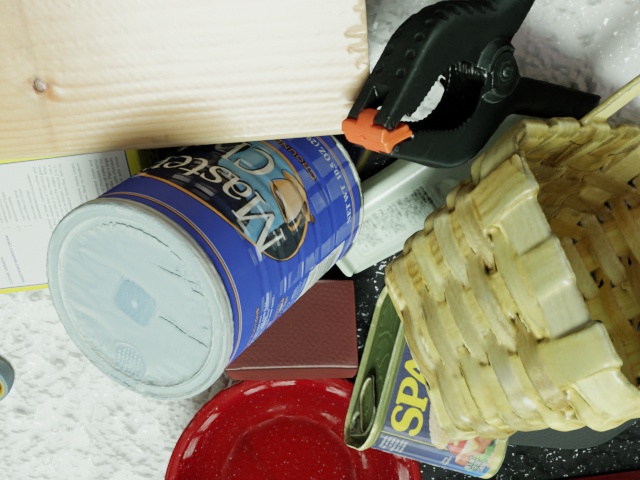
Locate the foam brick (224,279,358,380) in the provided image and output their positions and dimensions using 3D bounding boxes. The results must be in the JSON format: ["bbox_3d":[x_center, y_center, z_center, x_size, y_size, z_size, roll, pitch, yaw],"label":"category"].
[{"bbox_3d":[-0.017,0.054,0.631,0.078,0.051,0.053,-1,76,2],"label":"foam brick"}]

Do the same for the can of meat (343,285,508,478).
[{"bbox_3d":[0.070,0.084,0.637,0.084,0.057,0.102,18,81,-13],"label":"can of meat"}]

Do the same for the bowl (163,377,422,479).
[{"bbox_3d":[-0.018,0.160,0.680,0.162,0.055,0.162,0,89,-5],"label":"bowl"}]

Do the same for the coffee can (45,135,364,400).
[{"bbox_3d":[-0.054,0.001,0.541,0.103,0.140,0.103,14,121,24],"label":"coffee can"}]

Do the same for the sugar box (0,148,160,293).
[{"bbox_3d":[-0.177,-0.018,0.606,0.176,0.048,0.093,-4,120,7],"label":"sugar box"}]

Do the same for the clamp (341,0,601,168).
[{"bbox_3d":[0.083,-0.080,0.526,0.171,0.039,0.120,-40,122,-23],"label":"clamp"}]

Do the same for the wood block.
[{"bbox_3d":[-0.080,-0.103,0.528,0.206,0.090,0.091,-4,121,2],"label":"wood block"}]
